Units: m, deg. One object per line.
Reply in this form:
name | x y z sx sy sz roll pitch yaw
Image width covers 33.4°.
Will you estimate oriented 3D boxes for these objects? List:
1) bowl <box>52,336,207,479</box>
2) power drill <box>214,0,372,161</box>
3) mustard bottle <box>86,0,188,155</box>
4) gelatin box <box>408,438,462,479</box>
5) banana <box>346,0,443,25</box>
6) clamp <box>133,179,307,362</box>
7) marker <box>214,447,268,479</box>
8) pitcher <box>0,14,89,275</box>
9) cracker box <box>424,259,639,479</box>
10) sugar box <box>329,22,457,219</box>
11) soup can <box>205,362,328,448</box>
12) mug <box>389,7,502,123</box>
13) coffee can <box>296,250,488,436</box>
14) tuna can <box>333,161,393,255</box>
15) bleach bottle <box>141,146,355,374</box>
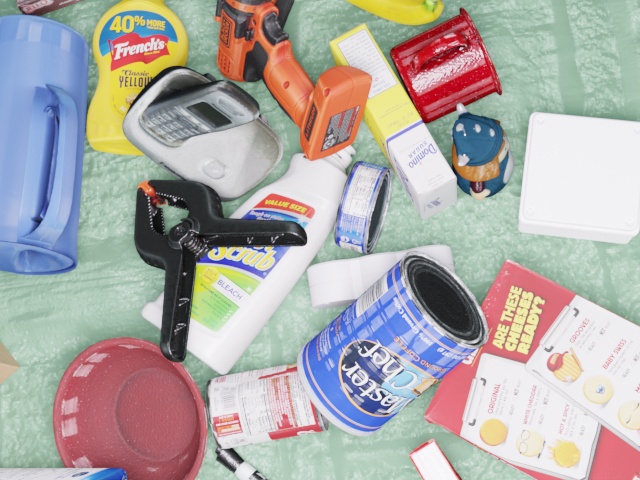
bowl | -0.167 0.167 0.996 0.162 0.055 0.162 1 92 20
power drill | -0.030 -0.181 0.997 0.057 0.185 0.188 -25 62 -26
mustard bottle | -0.183 -0.185 1.087 0.096 0.058 0.191 2 77 -2
gelatin box | 0.114 0.222 0.951 0.030 0.073 0.089 -32 76 -1
banana | 0.053 -0.253 1.058 0.198 0.069 0.037 29 76 35
clamp | -0.124 0.009 0.989 0.164 0.036 0.210 -48 46 -7
marker | -0.051 0.234 0.998 0.121 0.020 0.020 38 85 13
pitcher | -0.287 -0.094 1.042 0.149 0.145 0.243 1 75 7
cracker box | 0.225 0.140 0.957 0.214 0.072 0.164 27 82 13
sugar box | 0.070 -0.111 1.021 0.048 0.093 0.176 -27 75 1
soup can | -0.049 0.152 0.991 0.102 0.068 0.068 -11 76 5
mug | 0.117 -0.166 1.018 0.081 0.117 0.093 -25 80 6
coffee can | 0.062 0.092 0.939 0.140 0.102 0.103 -44 74 27
tuna can | 0.041 -0.031 1.011 0.034 0.086 0.086 15 80 12
bleach bottle | -0.057 0.001 1.029 0.103 0.068 0.250 33 80 21
